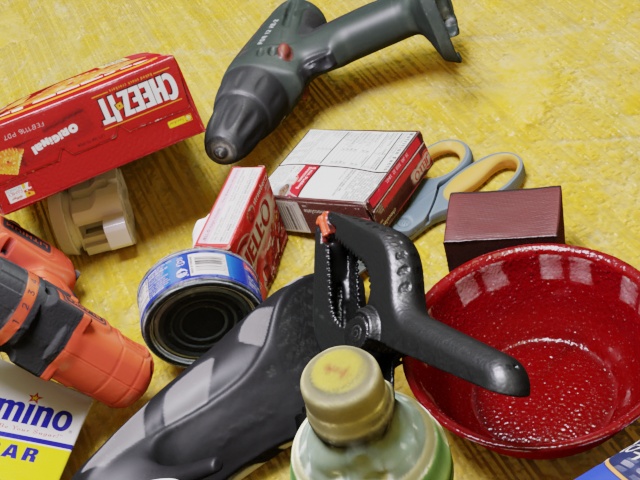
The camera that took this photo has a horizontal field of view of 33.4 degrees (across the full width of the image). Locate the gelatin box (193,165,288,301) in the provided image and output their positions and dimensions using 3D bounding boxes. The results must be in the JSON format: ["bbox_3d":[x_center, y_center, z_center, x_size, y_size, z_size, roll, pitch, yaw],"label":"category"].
[{"bbox_3d":[-0.055,0.001,0.778,0.030,0.073,0.089,0,44,19],"label":"gelatin box"}]

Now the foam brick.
[{"bbox_3d":[0.128,0.000,0.734,0.078,0.053,0.051,-4,43,16],"label":"foam brick"}]

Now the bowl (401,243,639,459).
[{"bbox_3d":[0.133,0.076,0.646,0.162,0.055,0.162,-10,42,9],"label":"bowl"}]

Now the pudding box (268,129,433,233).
[{"bbox_3d":[0.017,-0.046,0.821,0.114,0.039,0.090,7,45,38],"label":"pudding box"}]

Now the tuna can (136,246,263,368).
[{"bbox_3d":[-0.081,0.047,0.727,0.086,0.086,0.034,-17,42,0],"label":"tuna can"}]

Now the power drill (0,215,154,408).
[{"bbox_3d":[-0.211,0.031,0.718,0.057,0.184,0.188,-52,30,-2],"label":"power drill"}]

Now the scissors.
[{"bbox_3d":[0.060,-0.022,0.809,0.201,0.016,0.096,-27,40,-11],"label":"scissors"}]

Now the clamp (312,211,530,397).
[{"bbox_3d":[0.042,0.054,0.616,0.036,0.165,0.210,13,46,-31],"label":"clamp"}]

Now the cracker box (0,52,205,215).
[{"bbox_3d":[-0.194,-0.096,0.874,0.164,0.072,0.214,-24,14,-9],"label":"cracker box"}]

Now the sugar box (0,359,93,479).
[{"bbox_3d":[-0.213,0.157,0.653,0.093,0.048,0.176,23,48,-9],"label":"sugar box"}]
